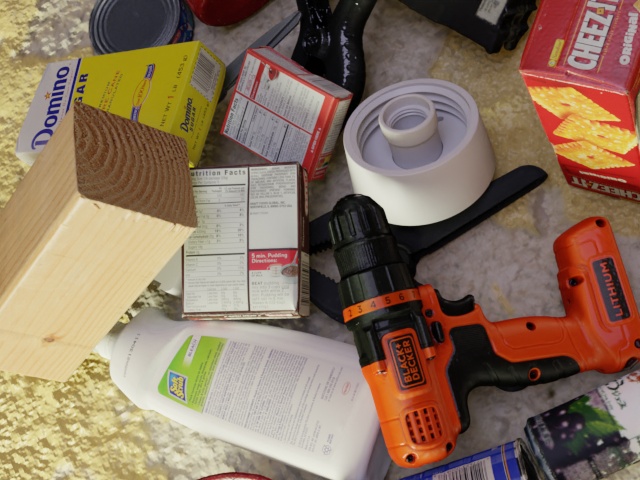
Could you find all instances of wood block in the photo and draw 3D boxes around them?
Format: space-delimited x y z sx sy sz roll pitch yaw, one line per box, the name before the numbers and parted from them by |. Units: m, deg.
wood block | -0.183 0.008 0.782 0.206 0.090 0.090 -46 42 35

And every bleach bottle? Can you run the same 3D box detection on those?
bleach bottle | -0.060 0.098 0.794 0.251 0.068 0.102 16 79 24

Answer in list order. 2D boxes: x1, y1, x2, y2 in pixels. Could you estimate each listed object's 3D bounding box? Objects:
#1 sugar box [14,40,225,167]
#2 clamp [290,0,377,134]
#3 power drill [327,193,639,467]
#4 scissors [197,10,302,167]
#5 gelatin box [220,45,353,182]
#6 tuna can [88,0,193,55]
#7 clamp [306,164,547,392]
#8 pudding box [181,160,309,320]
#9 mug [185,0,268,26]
sugar box | -0.164 -0.104 0.857 0.177 0.048 0.093 0 65 33
clamp | 0.002 -0.160 0.835 0.120 0.039 0.171 31 109 53
power drill | 0.108 0.041 0.713 0.187 0.057 0.184 -14 81 -8
scissors | -0.087 -0.099 0.857 0.202 0.016 0.096 -22 78 25
gelatin box | -0.027 -0.096 0.811 0.089 0.030 0.073 32 118 24
tuna can | -0.152 -0.182 0.911 0.086 0.033 0.086 -5 75 17
clamp | 0.065 0.010 0.787 0.210 0.036 0.164 11 79 17
pudding box | -0.055 0.001 0.777 0.090 0.039 0.113 -2 82 10
mug | -0.074 -0.234 0.877 0.117 0.093 0.081 -23 71 -27
